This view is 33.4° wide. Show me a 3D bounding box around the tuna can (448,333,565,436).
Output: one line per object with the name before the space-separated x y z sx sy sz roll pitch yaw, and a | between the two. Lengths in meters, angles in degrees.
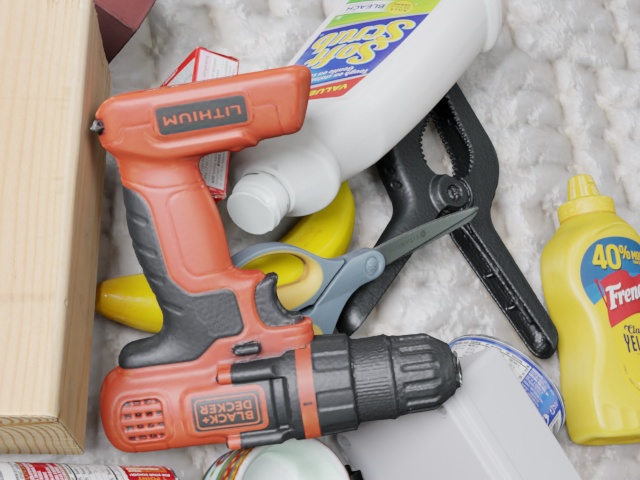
tuna can | 0.104 0.100 0.652 0.086 0.086 0.033 50 55 -7

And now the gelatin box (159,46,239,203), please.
gelatin box | -0.076 -0.053 0.605 0.030 0.073 0.089 15 64 -27

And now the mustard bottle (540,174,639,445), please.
mustard bottle | 0.201 0.045 0.753 0.096 0.058 0.191 4 69 -32

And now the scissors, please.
scissors | 0.021 0.034 0.631 0.201 0.016 0.096 -7 103 -37

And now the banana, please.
banana | -0.041 0.014 0.626 0.197 0.037 0.069 -33 84 -37

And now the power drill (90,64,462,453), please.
power drill | -0.029 0.011 0.530 0.184 0.057 0.188 -8 99 0

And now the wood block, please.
wood block | -0.156 -0.009 0.510 0.091 0.090 0.206 1 68 -3

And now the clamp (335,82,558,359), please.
clamp | 0.073 -0.022 0.711 0.164 0.036 0.210 1 70 -29

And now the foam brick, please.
foam brick | -0.129 -0.131 0.600 0.053 0.078 0.051 35 55 -17

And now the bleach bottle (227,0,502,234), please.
bleach bottle | 0.023 -0.088 0.649 0.250 0.103 0.068 -55 141 -42
